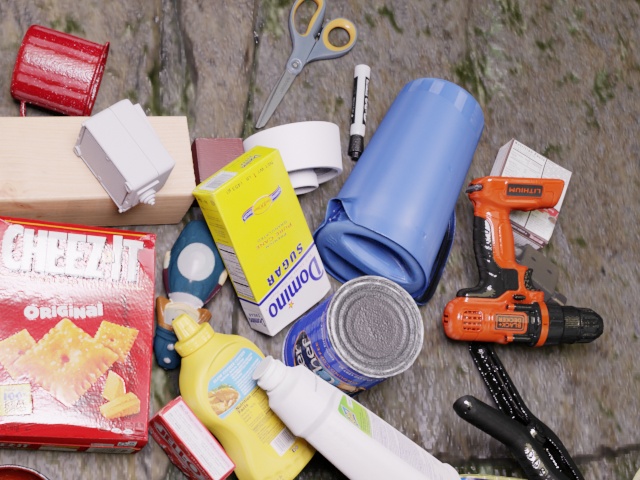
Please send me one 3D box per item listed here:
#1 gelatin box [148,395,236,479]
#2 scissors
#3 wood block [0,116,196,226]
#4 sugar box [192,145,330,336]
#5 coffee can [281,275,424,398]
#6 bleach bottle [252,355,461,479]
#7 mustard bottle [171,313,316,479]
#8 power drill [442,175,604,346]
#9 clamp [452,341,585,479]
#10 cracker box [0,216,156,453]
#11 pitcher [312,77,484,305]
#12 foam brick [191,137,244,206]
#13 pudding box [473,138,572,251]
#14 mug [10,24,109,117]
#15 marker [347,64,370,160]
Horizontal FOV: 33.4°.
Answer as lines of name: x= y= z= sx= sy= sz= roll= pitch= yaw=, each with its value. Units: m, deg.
gelatin box: x=-0.127 y=0.198 z=1.033 sx=0.030 sy=0.073 sz=0.089 roll=-39 pitch=88 yaw=-27
scissors: x=-0.012 y=-0.204 z=1.257 sx=0.096 sy=0.016 sz=0.201 roll=17 pitch=66 yaw=-14
wood block: x=-0.239 y=-0.068 z=1.079 sx=0.205 sy=0.090 sz=0.091 roll=-3 pitch=72 yaw=-21
sugar box: x=-0.057 y=0.001 z=1.100 sx=0.093 sy=0.048 sz=0.176 roll=-37 pitch=119 yaw=-28
coffee can: x=0.030 y=0.105 z=1.090 sx=0.102 sy=0.140 sz=0.103 roll=7 pitch=69 yaw=-19
bleach bottle: x=0.035 y=0.197 z=1.054 sx=0.250 sy=0.102 sz=0.068 roll=41 pitch=99 yaw=-15
mustard bottle: x=-0.084 y=0.152 z=1.052 sx=0.096 sy=0.058 sz=0.191 roll=-43 pitch=103 yaw=-37
power drill: x=0.230 y=0.024 z=1.187 sx=0.184 sy=0.057 sz=0.187 roll=3 pitch=86 yaw=-12
clamp: x=0.215 y=0.210 z=1.140 sx=0.210 sy=0.036 sz=0.164 roll=52 pitch=24 yaw=1
cracker box: x=-0.246 y=0.092 z=1.028 sx=0.164 sy=0.072 sz=0.213 roll=7 pitch=68 yaw=-19
pitcher: x=0.101 y=-0.056 z=1.193 sx=0.145 sy=0.149 sz=0.242 roll=25 pitch=60 yaw=5
foam brick: x=-0.114 y=-0.072 z=1.135 sx=0.052 sy=0.078 sz=0.051 roll=-1 pitch=73 yaw=-21
pudding box: x=0.246 y=-0.055 z=1.289 sx=0.090 sy=0.039 sz=0.113 roll=28 pitch=62 yaw=-9
mug: x=-0.274 y=-0.163 z=1.106 sx=0.081 sy=0.093 sz=0.117 roll=16 pitch=88 yaw=-10
marker: x=0.045 y=-0.151 z=1.257 sx=0.020 sy=0.020 sz=0.121 roll=12 pitch=67 yaw=-17
